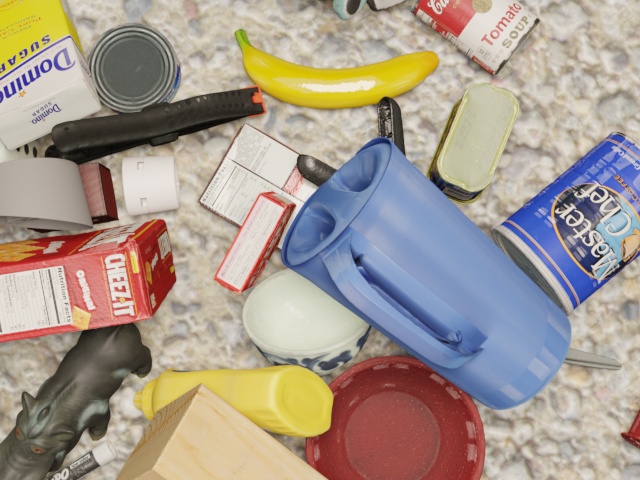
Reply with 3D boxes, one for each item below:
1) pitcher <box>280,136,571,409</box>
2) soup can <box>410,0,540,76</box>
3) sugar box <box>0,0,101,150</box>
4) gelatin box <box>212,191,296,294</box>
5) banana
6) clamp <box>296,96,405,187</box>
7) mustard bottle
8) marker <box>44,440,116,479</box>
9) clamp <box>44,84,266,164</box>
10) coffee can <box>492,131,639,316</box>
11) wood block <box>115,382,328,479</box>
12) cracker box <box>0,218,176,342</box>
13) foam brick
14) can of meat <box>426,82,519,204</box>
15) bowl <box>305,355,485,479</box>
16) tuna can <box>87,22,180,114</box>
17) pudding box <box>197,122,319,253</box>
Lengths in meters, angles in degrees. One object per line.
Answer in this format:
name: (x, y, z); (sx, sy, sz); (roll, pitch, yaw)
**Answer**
pitcher: (0.094, 0.042, 0.893); (0.242, 0.145, 0.149); (39, 69, -18)
soup can: (0.144, -0.209, 0.992); (0.102, 0.068, 0.068); (39, 88, 2)
sugar box: (-0.265, -0.170, 0.968); (0.093, 0.048, 0.176); (-25, 51, -1)
gelatin box: (-0.056, 0.001, 0.942); (0.030, 0.073, 0.089); (28, 96, 4)
banana: (0.011, -0.157, 1.006); (0.198, 0.037, 0.069); (8, 87, 2)
clamp: (0.053, -0.035, 0.977); (0.120, 0.039, 0.171); (-26, 95, -20)
mustard bottle: (-0.091, 0.143, 0.949); (0.192, 0.096, 0.058); (-6, 70, 33)
marker: (-0.247, 0.226, 0.996); (0.121, 0.020, 0.020); (-31, 86, -1)
clamp: (-0.149, -0.104, 0.959); (0.210, 0.165, 0.036); (-16, 93, -9)
coffee can: (0.241, -0.015, 0.959); (0.140, 0.103, 0.103); (-39, 86, -2)
wood block: (-0.058, 0.224, 0.891); (0.206, 0.091, 0.090); (40, 49, -13)
cracker box: (-0.245, 0.035, 0.933); (0.213, 0.164, 0.072); (-9, 99, 1)
foam brick: (-0.235, -0.039, 0.997); (0.078, 0.053, 0.051); (-10, 86, 1)
can of meat: (0.139, -0.088, 0.975); (0.057, 0.084, 0.102); (22, 87, 2)
bowl: (0.067, 0.185, 0.974); (0.162, 0.055, 0.162); (0, 86, 1)
tuna can: (-0.176, -0.160, 1.013); (0.086, 0.034, 0.086); (0, 86, 1)
pudding box: (-0.046, -0.044, 1.000); (0.113, 0.039, 0.090); (31, 89, 5)
